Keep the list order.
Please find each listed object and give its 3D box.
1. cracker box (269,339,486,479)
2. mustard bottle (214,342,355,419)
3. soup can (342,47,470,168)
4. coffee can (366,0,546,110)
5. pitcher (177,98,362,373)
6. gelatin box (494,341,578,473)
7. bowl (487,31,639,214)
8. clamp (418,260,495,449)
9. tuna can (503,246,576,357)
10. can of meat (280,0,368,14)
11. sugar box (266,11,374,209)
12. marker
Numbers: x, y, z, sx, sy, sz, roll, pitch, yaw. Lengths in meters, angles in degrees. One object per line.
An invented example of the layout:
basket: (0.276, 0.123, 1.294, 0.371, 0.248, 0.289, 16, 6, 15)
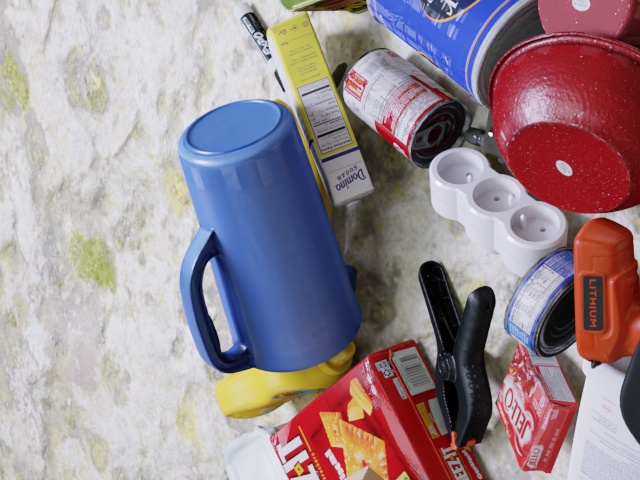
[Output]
cracker box: (0.050, 0.220, 1.056, 0.214, 0.071, 0.164, -46, 64, 46)
mustard bottle: (-0.026, 0.136, 1.109, 0.192, 0.096, 0.058, -31, 74, 50)
soup can: (0.075, -0.119, 0.947, 0.102, 0.068, 0.069, 44, 130, 36)
coffee can: (0.118, -0.183, 0.850, 0.140, 0.102, 0.103, 46, 131, 34)
pitcher: (-0.057, 0.001, 0.993, 0.145, 0.149, 0.243, -8, 125, 12)
gelatin box: (0.177, 0.136, 0.882, 0.089, 0.030, 0.073, -100, 21, -59)
bowl: (0.186, -0.070, 0.763, 0.162, 0.055, 0.162, 24, 149, 15)
clamp: (0.128, 0.105, 0.944, 0.120, 0.039, 0.171, -166, 65, -77)
tuna can: (0.186, 0.049, 0.838, 0.034, 0.085, 0.086, 40, 127, 36)
can of meat: (0.020, -0.242, 0.971, 0.102, 0.083, 0.057, -6, 94, 51)
sugar box: (0.000, -0.119, 1.011, 0.093, 0.048, 0.176, 167, 80, -89)
marker: (-0.057, -0.203, 1.127, 0.121, 0.020, 0.020, 59, 137, 23)
